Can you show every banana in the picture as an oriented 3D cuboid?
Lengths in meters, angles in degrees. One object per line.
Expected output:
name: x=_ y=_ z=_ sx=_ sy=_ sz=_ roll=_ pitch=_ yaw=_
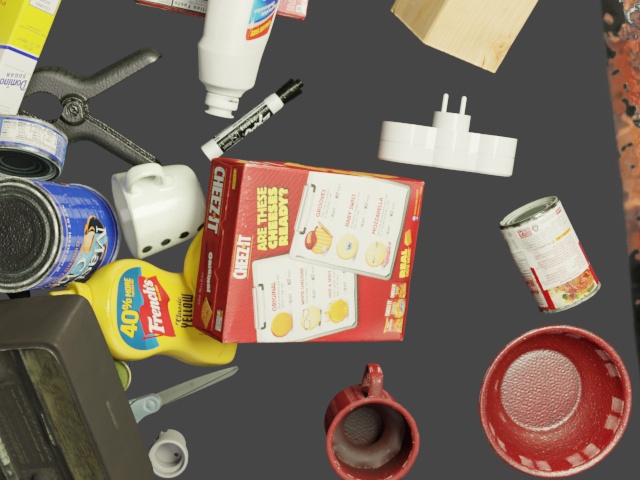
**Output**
banana: x=-0.068 y=-0.011 z=1.046 sx=0.197 sy=0.037 sz=0.069 roll=-41 pitch=119 yaw=-23

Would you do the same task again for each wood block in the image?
wood block: x=0.165 y=-0.277 z=0.999 sx=0.090 sy=0.090 sz=0.206 roll=16 pitch=115 yaw=-30

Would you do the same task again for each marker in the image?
marker: x=-0.067 y=-0.122 z=1.071 sx=0.121 sy=0.020 sz=0.020 roll=-38 pitch=99 yaw=0

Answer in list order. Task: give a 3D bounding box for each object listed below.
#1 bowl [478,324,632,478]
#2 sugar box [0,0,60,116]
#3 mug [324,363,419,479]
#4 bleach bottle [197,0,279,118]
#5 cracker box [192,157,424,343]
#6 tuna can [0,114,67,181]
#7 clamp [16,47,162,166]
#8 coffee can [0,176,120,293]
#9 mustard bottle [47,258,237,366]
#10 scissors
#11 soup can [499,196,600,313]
bowl: x=0.239 y=0.163 z=1.117 sx=0.162 sy=0.055 sz=0.162 roll=-1 pitch=97 yaw=-5
sugar box: x=-0.298 y=-0.211 z=1.003 sx=0.093 sy=0.048 sz=0.176 roll=25 pitch=92 yaw=34
mug: x=0.048 y=0.183 z=1.088 sx=0.093 sy=0.081 sz=0.117 roll=2 pitch=97 yaw=-6
bleach bottle: x=-0.067 y=-0.240 z=0.995 sx=0.068 sy=0.102 sz=0.251 roll=16 pitch=102 yaw=15
cracker box: x=-0.009 y=0.011 z=1.023 sx=0.213 sy=0.072 sz=0.164 roll=3 pitch=97 yaw=-36
tuna can: x=-0.284 y=-0.085 z=1.007 sx=0.086 sy=0.086 sz=0.034 roll=6 pitch=70 yaw=-6
clamp: x=-0.232 y=-0.139 z=1.042 sx=0.171 sy=0.039 sz=0.120 roll=10 pitch=97 yaw=-7
coffee can: x=-0.259 y=-0.005 z=0.994 sx=0.103 sy=0.140 sz=0.103 roll=0 pitch=90 yaw=10
mustard bottle: x=-0.170 y=0.067 z=1.019 sx=0.191 sy=0.058 sz=0.096 roll=9 pitch=75 yaw=-37
scissors: x=-0.179 y=0.188 z=1.100 sx=0.201 sy=0.016 sz=0.096 roll=-7 pitch=99 yaw=-5
soup can: x=0.234 y=0.014 z=1.093 sx=0.068 sy=0.068 sz=0.102 roll=-28 pitch=98 yaw=-2
